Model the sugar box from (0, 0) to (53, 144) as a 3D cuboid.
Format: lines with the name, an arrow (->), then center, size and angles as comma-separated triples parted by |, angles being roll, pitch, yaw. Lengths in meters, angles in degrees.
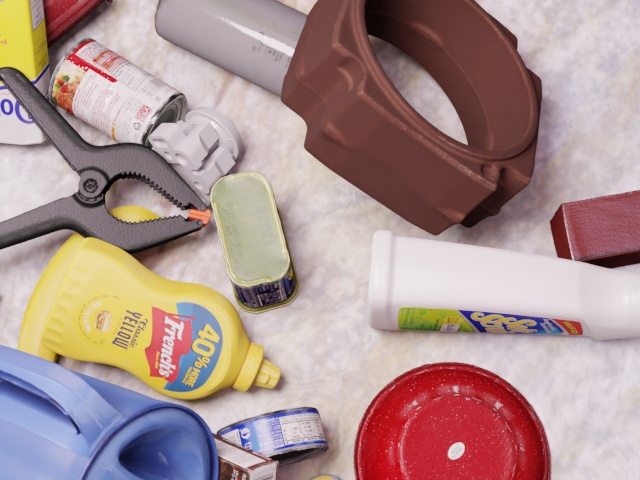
sugar box -> -0.282, -0.169, 0.907 | 0.093, 0.176, 0.048 | 5, 31, 4

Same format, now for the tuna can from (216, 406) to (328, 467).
tuna can -> -0.039, 0.158, 0.842 | 0.086, 0.086, 0.034 | -14, 73, -2

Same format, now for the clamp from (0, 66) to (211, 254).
clamp -> -0.193, -0.053, 0.887 | 0.210, 0.036, 0.164 | 8, 84, -7

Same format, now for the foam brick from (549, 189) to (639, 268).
foam brick -> 0.238, -0.006, 0.896 | 0.078, 0.053, 0.051 | -10, 74, -2

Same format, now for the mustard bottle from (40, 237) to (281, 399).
mustard bottle -> -0.122, 0.077, 0.867 | 0.191, 0.058, 0.096 | 24, 104, -9

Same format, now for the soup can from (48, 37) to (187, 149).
soup can -> -0.176, -0.124, 0.936 | 0.102, 0.068, 0.068 | 31, 77, 10

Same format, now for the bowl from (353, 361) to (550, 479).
bowl -> 0.106, 0.172, 0.849 | 0.162, 0.055, 0.162 | -1, 74, 2

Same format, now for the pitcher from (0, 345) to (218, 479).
pitcher -> -0.204, 0.143, 0.773 | 0.243, 0.144, 0.149 | 14, 93, 37

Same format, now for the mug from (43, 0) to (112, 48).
mug -> -0.254, -0.231, 0.966 | 0.081, 0.093, 0.117 | -41, 46, -4

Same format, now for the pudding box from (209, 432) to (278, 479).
pudding box -> -0.079, 0.205, 0.792 | 0.090, 0.039, 0.113 | 14, 99, 38

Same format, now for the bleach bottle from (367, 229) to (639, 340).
bleach bottle -> 0.165, 0.043, 0.858 | 0.251, 0.102, 0.068 | 4, 70, 4

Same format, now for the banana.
banana -> -0.203, 0.037, 0.908 | 0.070, 0.037, 0.197 | 37, 79, 12

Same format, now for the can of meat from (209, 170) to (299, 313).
can of meat -> -0.056, 0.001, 0.888 | 0.057, 0.084, 0.102 | -15, 74, -2
